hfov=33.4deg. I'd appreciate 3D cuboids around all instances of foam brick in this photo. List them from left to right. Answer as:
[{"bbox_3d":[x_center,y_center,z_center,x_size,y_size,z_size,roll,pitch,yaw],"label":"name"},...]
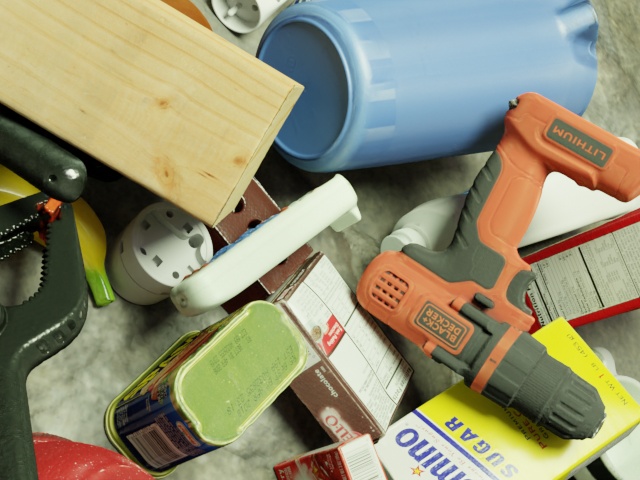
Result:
[{"bbox_3d":[-0.055,0.001,0.703,0.078,0.051,0.052,50,50,-8],"label":"foam brick"}]

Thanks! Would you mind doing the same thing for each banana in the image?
[{"bbox_3d":[-0.201,-0.018,0.610,0.197,0.037,0.069,17,59,-31],"label":"banana"}]

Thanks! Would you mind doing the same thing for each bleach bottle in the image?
[{"bbox_3d":[0.147,-0.022,0.832,0.250,0.103,0.068,-19,96,-41],"label":"bleach bottle"}]

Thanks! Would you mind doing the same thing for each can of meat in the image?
[{"bbox_3d":[-0.066,0.087,0.633,0.057,0.084,0.101,52,49,-6],"label":"can of meat"}]

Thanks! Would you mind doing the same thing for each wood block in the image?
[{"bbox_3d":[-0.122,-0.102,0.603,0.206,0.090,0.091,31,8,-2],"label":"wood block"}]

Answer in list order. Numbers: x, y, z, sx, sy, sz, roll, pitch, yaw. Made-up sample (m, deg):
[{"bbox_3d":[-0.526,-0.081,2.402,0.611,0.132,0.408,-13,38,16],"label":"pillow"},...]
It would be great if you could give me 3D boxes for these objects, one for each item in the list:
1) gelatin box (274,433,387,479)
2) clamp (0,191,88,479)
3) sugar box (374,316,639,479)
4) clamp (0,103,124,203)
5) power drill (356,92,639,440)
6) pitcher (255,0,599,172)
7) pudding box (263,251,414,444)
[{"bbox_3d":[0.015,0.172,0.663,0.030,0.073,0.089,-15,80,-39],"label":"gelatin box"},{"bbox_3d":[-0.170,0.054,0.537,0.164,0.036,0.209,29,45,3],"label":"clamp"},{"bbox_3d":[0.123,0.134,0.726,0.176,0.048,0.093,-29,65,-23],"label":"sugar box"},{"bbox_3d":[-0.191,-0.067,0.597,0.171,0.120,0.039,22,94,-11],"label":"clamp"},{"bbox_3d":[0.140,0.013,0.697,0.184,0.188,0.057,33,5,14],"label":"power drill"},{"bbox_3d":[0.068,-0.113,0.753,0.242,0.149,0.145,-14,38,-42],"label":"pitcher"},{"bbox_3d":[0.009,0.073,0.710,0.113,0.039,0.090,54,26,-7],"label":"pudding box"}]
